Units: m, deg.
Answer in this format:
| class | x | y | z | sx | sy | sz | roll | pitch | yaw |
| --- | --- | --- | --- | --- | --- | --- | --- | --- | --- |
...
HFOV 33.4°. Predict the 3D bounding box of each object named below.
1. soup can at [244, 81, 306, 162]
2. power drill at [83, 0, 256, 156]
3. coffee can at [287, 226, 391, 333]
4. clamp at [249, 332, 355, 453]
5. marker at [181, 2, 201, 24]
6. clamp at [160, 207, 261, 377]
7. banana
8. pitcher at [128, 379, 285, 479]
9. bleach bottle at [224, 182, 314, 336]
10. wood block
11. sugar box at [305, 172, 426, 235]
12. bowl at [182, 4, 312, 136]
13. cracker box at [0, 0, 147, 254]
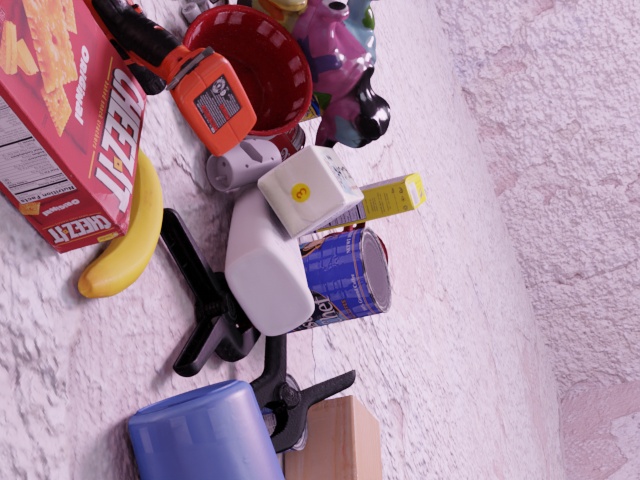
| class | x | y | z | sx | sy | sz | roll | pitch | yaw |
| --- | --- | --- | --- | --- | --- | --- | --- | --- | --- |
| soup can | -0.068 | -0.145 | 1.304 | 0.102 | 0.069 | 0.068 | 54 | 28 | -50 |
| power drill | -0.141 | -0.154 | 0.952 | 0.188 | 0.057 | 0.184 | 39 | -9 | 29 |
| coffee can | 0.001 | 0.049 | 1.246 | 0.102 | 0.140 | 0.103 | -14 | 90 | -73 |
| clamp | -0.031 | 0.166 | 1.118 | 0.120 | 0.039 | 0.171 | 31 | 59 | -11 |
| marker | -0.128 | -0.231 | 1.263 | 0.121 | 0.020 | 0.020 | 57 | 25 | -46 |
| clamp | -0.109 | 0.060 | 1.069 | 0.209 | 0.036 | 0.164 | 28 | 48 | -71 |
| banana | -0.171 | -0.011 | 0.937 | 0.069 | 0.037 | 0.197 | 41 | 33 | -32 |
| pitcher | -0.084 | 0.247 | 0.879 | 0.149 | 0.145 | 0.243 | 3 | 69 | -85 |
| bleach bottle | -0.058 | 0.001 | 1.179 | 0.102 | 0.068 | 0.251 | 58 | 10 | -22 |
| wood block | 0.016 | 0.290 | 1.195 | 0.090 | 0.090 | 0.206 | 52 | 30 | -52 |
| sugar box | 0.043 | -0.044 | 1.389 | 0.093 | 0.176 | 0.048 | -31 | 104 | -71 |
| bowl | -0.092 | -0.182 | 1.204 | 0.161 | 0.055 | 0.162 | 12 | 66 | -28 |
| cracker box | -0.215 | -0.120 | 0.816 | 0.213 | 0.072 | 0.164 | 59 | 25 | -46 |
